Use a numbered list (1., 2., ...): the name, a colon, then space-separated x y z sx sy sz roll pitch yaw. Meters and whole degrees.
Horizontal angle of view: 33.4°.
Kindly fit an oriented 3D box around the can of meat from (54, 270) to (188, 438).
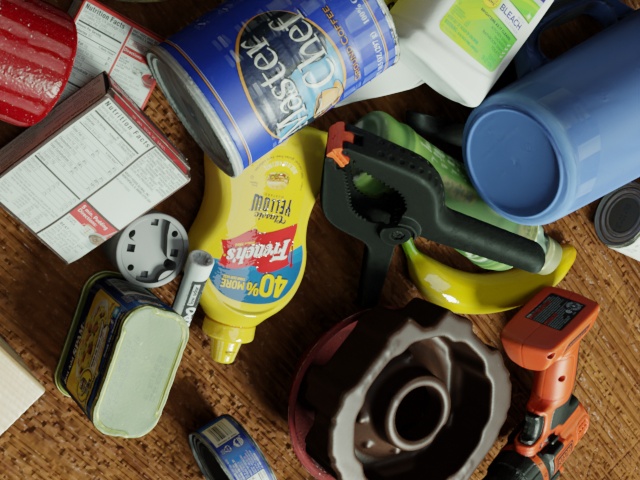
1. can of meat: -0.144 0.082 0.773 0.057 0.084 0.102 16 95 -33

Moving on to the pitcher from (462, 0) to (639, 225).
1. pitcher: 0.223 -0.111 0.877 0.242 0.149 0.145 -27 125 -37

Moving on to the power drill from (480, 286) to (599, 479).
1. power drill: 0.192 0.149 0.961 0.184 0.057 0.188 -37 137 -43

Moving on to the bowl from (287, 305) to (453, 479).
1. bowl: 0.032 0.125 0.905 0.161 0.055 0.162 -9 109 -28

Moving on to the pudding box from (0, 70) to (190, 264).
1. pudding box: -0.159 -0.047 0.727 0.113 0.039 0.090 -35 125 8

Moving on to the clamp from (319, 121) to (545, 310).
1. clamp: 0.055 -0.012 0.825 0.209 0.165 0.036 40 40 -37

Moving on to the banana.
1. banana: 0.153 0.033 0.959 0.197 0.037 0.070 4 103 -31

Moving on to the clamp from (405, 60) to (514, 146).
1. clamp: 0.156 -0.104 0.921 0.171 0.039 0.120 38 89 -36

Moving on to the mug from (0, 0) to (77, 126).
1. mug: -0.208 -0.133 0.679 0.081 0.093 0.117 21 57 -38

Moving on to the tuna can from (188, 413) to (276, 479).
1. tuna can: -0.068 0.181 0.846 0.033 0.086 0.086 -30 117 -21

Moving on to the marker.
1. marker: -0.105 0.056 0.796 0.020 0.020 0.121 -1 135 -30

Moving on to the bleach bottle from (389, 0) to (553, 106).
1. bleach bottle: 0.150 -0.228 0.796 0.102 0.068 0.251 35 92 -34

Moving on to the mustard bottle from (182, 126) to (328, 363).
1. mustard bottle: -0.055 0.001 0.817 0.096 0.058 0.192 8 100 -30

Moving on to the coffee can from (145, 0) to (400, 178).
1. coffee can: -0.032 -0.123 0.724 0.140 0.103 0.102 -36 119 -10

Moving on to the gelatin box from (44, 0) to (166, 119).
1. gelatin box: -0.154 -0.115 0.741 0.073 0.030 0.089 26 91 -32
